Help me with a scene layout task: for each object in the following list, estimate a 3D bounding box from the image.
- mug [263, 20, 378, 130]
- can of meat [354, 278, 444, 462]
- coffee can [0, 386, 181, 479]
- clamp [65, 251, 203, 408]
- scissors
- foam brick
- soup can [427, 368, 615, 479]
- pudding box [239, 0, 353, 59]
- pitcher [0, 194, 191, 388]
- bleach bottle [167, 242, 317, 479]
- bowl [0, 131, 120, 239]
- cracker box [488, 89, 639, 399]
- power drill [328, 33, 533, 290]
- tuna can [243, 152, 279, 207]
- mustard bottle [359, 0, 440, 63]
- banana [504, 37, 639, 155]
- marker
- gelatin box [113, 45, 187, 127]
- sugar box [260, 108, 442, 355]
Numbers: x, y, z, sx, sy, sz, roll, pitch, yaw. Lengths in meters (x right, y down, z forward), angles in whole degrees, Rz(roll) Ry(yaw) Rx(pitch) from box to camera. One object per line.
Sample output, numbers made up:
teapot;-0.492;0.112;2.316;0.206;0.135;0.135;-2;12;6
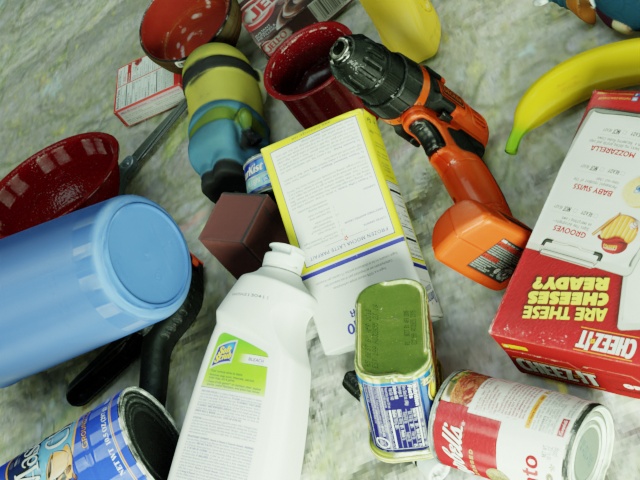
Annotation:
mug;0.005;-0.150;0.995;0.093;0.081;0.117;-26;46;15
can of meat;0.055;0.089;0.752;0.057;0.084;0.102;-7;39;8
coffee can;-0.182;0.193;0.839;0.140;0.102;0.103;-32;44;10
clamp;-0.161;0.085;0.957;0.120;0.039;0.171;-2;52;32
scissors;-0.199;-0.063;1.117;0.202;0.016;0.096;-39;45;2
foam brick;-0.056;0.001;0.922;0.051;0.078;0.053;3;57;37
soup can;0.131;0.128;0.699;0.102;0.068;0.068;10;63;39
pudding box;-0.029;-0.250;1.128;0.113;0.039;0.090;-37;44;5
pitcher;-0.225;0.040;0.945;0.243;0.144;0.149;-19;51;37
bleach bottle;-0.047;0.124;0.786;0.103;0.068;0.251;6;72;28
bowl;-0.260;-0.038;1.072;0.162;0.055;0.162;-19;35;14
cracker box;0.234;0.001;0.726;0.164;0.072;0.213;9;63;39
power drill;0.091;-0.062;0.808;0.057;0.184;0.188;-39;50;26
tuna can;-0.023;-0.054;0.935;0.086;0.086;0.034;-14;75;25
mustard bottle;0.046;-0.251;0.967;0.058;0.191;0.096;-24;46;17
banana;0.237;-0.127;0.853;0.198;0.037;0.069;-19;70;24
marker;0.052;0.133;0.785;0.020;0.020;0.121;-44;44;-3
gelatin box;-0.185;-0.173;1.183;0.089;0.030;0.073;-21;48;19
sugar box;0.024;-0.006;0.843;0.093;0.048;0.176;-21;79;19
